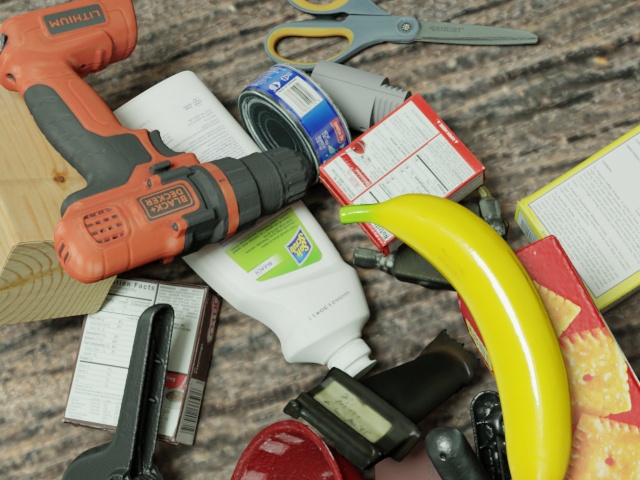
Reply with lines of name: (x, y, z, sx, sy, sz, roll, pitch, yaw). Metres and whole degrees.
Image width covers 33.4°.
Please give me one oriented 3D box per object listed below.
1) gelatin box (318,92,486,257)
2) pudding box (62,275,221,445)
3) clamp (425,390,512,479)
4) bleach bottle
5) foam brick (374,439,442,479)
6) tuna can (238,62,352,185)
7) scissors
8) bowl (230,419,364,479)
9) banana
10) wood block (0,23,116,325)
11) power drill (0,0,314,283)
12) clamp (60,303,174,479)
gelatin box: (0.055, -0.044, 0.720, 0.089, 0.030, 0.073, -38, 71, -4)
pudding box: (-0.128, 0.084, 0.766, 0.090, 0.039, 0.113, 7, 76, 14)
clamp: (0.118, 0.178, 0.682, 0.039, 0.120, 0.171, -17, 96, 29)
bleach bottle: (-0.055, 0.001, 0.756, 0.102, 0.068, 0.251, -35, 75, -13)
foam brick: (0.063, 0.171, 0.705, 0.053, 0.051, 0.078, -1, 77, 9)
tuna can: (-0.019, -0.081, 0.756, 0.033, 0.086, 0.086, -41, 73, -20)
scissors: (0.055, -0.175, 0.803, 0.202, 0.016, 0.096, -9, 76, 8)
bowl: (-0.006, 0.198, 0.683, 0.055, 0.162, 0.162, 12, 76, -31)
banana: (0.088, 0.045, 0.570, 0.070, 0.037, 0.198, -38, 70, 19)
wood block: (-0.220, -0.052, 0.751, 0.206, 0.090, 0.090, 59, 134, 27)
power drill: (-0.116, -0.075, 0.703, 0.184, 0.057, 0.188, -22, 69, -33)
clamp: (-0.112, 0.169, 0.702, 0.165, 0.036, 0.210, 46, 113, 24)
